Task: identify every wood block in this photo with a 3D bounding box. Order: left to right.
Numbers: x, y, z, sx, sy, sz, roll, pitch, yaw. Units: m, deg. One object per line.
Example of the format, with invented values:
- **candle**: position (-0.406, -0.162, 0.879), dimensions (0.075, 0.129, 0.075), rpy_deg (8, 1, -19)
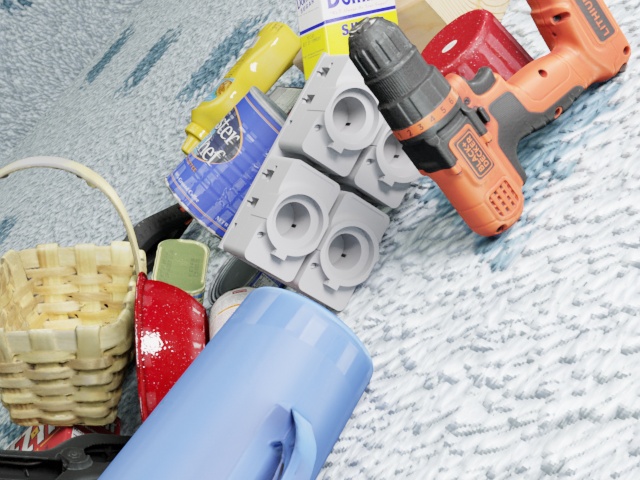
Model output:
- **wood block**: position (0.079, -0.213, 1.090), dimensions (0.207, 0.090, 0.090), rpy_deg (-15, 39, 51)

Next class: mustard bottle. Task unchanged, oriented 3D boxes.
- **mustard bottle**: position (-0.101, -0.176, 1.290), dimensions (0.191, 0.058, 0.096), rpy_deg (-51, 17, -11)

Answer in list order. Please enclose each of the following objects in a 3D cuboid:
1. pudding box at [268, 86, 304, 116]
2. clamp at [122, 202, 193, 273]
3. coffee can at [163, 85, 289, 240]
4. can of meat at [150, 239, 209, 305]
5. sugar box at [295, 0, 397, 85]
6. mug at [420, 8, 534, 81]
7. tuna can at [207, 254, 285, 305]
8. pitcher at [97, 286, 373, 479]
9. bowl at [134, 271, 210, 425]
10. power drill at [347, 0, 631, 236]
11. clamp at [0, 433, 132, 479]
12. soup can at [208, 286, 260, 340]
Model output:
- **pudding box**: position (-0.049, -0.138, 1.266), dimensions (0.090, 0.039, 0.114), rpy_deg (-50, 24, -7)
- **clamp**: position (-0.230, 0.027, 1.250), dimensions (0.210, 0.036, 0.164), rpy_deg (-46, -15, -12)
- **coffee can**: position (-0.084, -0.081, 1.151), dimensions (0.140, 0.102, 0.103), rpy_deg (-45, 23, 7)
- **can of meat**: position (-0.140, 0.057, 1.040), dimensions (0.102, 0.057, 0.084), rpy_deg (-94, 13, -60)
- **sugar box**: position (0.030, -0.168, 0.981), dimensions (0.048, 0.093, 0.176), rpy_deg (-7, 89, 52)
- **mug**: position (0.129, -0.140, 0.892), dimensions (0.093, 0.081, 0.117), rpy_deg (-46, 23, 5)
- **tuna can**: position (-0.067, 0.037, 1.022), dimensions (0.086, 0.033, 0.086), rpy_deg (-39, 25, 21)
- **pitcher**: position (-0.061, 0.153, 0.716), dimensions (0.149, 0.145, 0.242), rpy_deg (25, 65, 22)
- **bowl**: position (-0.123, 0.105, 0.920), dimensions (0.055, 0.162, 0.162), rpy_deg (-5, 28, -3)
- **power drill**: position (0.125, -0.125, 0.772), dimensions (0.187, 0.184, 0.057), rpy_deg (-44, 21, -16)
- **clamp**: position (-0.219, 0.192, 0.896), dimensions (0.120, 0.171, 0.039), rpy_deg (29, 111, 29)
- **soup can**: position (-0.059, 0.090, 0.881), dimensions (0.068, 0.068, 0.102), rpy_deg (-42, 23, 14)
